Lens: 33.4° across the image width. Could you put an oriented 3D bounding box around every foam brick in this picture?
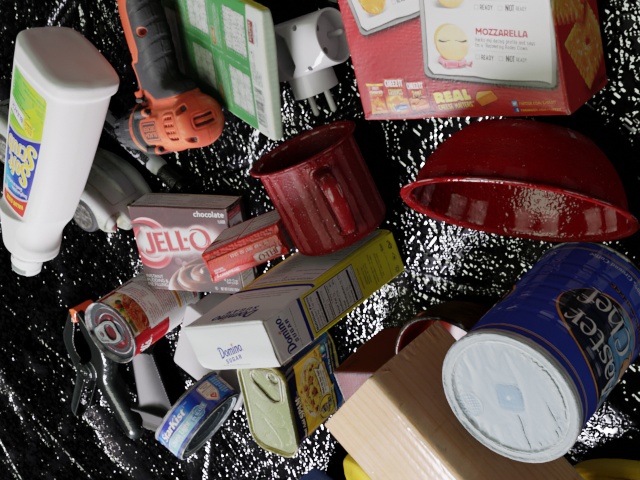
[{"bbox_3d":[0.059,0.116,0.925,0.053,0.078,0.051,-6,113,45],"label":"foam brick"}]

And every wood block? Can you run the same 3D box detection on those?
[{"bbox_3d":[0.114,0.176,0.805,0.206,0.090,0.090,48,141,11],"label":"wood block"}]

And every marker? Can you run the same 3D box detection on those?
[{"bbox_3d":[-0.177,-0.089,1.038,0.121,0.020,0.020,41,136,13],"label":"marker"}]

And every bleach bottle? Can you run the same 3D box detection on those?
[{"bbox_3d":[-0.250,-0.064,0.978,0.103,0.067,0.251,48,134,33],"label":"bleach bottle"}]

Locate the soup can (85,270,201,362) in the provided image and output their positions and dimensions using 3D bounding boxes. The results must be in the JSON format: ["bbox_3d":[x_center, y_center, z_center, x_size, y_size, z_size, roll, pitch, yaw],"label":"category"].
[{"bbox_3d":[-0.178,0.069,1.080,0.069,0.102,0.068,21,128,29],"label":"soup can"}]

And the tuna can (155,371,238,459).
[{"bbox_3d":[-0.118,0.170,1.032,0.034,0.086,0.086,39,135,12],"label":"tuna can"}]

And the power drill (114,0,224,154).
[{"bbox_3d":[-0.159,-0.165,0.933,0.185,0.057,0.187,4,118,59],"label":"power drill"}]

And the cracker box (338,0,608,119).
[{"bbox_3d":[0.090,-0.191,0.707,0.164,0.072,0.214,4,117,39],"label":"cracker box"}]

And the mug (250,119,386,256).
[{"bbox_3d":[0.005,-0.038,0.855,0.081,0.093,0.117,64,173,-18],"label":"mug"}]

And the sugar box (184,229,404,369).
[{"bbox_3d":[-0.017,0.047,0.874,0.094,0.175,0.048,-8,110,43],"label":"sugar box"}]

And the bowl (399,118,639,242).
[{"bbox_3d":[0.139,-0.044,0.732,0.162,0.161,0.055,3,78,40],"label":"bowl"}]

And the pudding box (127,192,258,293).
[{"bbox_3d":[-0.121,0.002,1.020,0.114,0.039,0.090,1,118,24],"label":"pudding box"}]

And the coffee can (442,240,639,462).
[{"bbox_3d":[0.166,0.076,0.761,0.103,0.140,0.103,22,129,29],"label":"coffee can"}]

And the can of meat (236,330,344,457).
[{"bbox_3d":[-0.025,0.137,1.006,0.058,0.083,0.102,11,123,36],"label":"can of meat"}]

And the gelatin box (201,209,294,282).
[{"bbox_3d":[-0.056,0.001,0.925,0.073,0.089,0.030,-22,101,13],"label":"gelatin box"}]

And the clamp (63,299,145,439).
[{"bbox_3d":[-0.270,0.151,1.260,0.120,0.039,0.171,-1,109,36],"label":"clamp"}]
